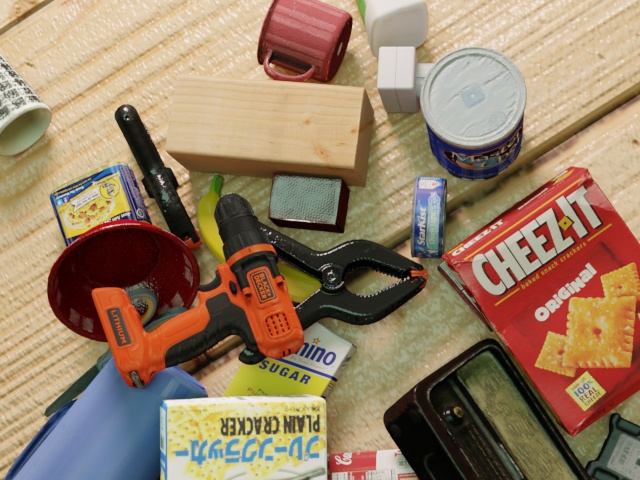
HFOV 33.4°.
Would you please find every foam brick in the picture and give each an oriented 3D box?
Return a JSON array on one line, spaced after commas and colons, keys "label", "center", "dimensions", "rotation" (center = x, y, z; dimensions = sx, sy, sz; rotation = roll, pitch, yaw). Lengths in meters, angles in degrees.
[{"label": "foam brick", "center": [-0.012, -0.040, 1.159], "dimensions": [0.078, 0.051, 0.053], "rotation": [7, 82, 11]}]

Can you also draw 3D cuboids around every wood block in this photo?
[{"label": "wood block", "center": [-0.053, -0.119, 1.161], "dimensions": [0.206, 0.090, 0.090], "rotation": [6, 80, 11]}]

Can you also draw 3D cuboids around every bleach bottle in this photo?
[{"label": "bleach bottle", "center": [0.046, -0.334, 1.191], "dimensions": [0.068, 0.102, 0.251], "rotation": [-20, 70, -3]}]

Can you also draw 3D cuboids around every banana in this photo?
[{"label": "banana", "center": [-0.073, 0.012, 1.167], "dimensions": [0.069, 0.037, 0.198], "rotation": [-45, 76, -1]}]

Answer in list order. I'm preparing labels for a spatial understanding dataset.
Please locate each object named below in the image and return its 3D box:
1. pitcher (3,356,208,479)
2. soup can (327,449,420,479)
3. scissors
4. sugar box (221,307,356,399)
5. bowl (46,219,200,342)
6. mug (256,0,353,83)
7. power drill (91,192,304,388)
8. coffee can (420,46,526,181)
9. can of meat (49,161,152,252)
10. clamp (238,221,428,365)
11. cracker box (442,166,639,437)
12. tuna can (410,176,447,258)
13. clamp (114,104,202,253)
[{"label": "pitcher", "center": [-0.233, 0.225, 1.117], "dimensions": [0.149, 0.145, 0.243], "rotation": [35, 83, 2]}, {"label": "soup can", "center": [0.060, 0.248, 1.084], "dimensions": [0.102, 0.068, 0.068], "rotation": [-6, 79, 8]}, {"label": "scissors", "center": [-0.236, 0.117, 1.158], "dimensions": [0.202, 0.096, 0.016], "rotation": [-28, 38, 2]}, {"label": "sugar box", "center": [-0.046, 0.162, 1.130], "dimensions": [0.093, 0.048, 0.176], "rotation": [30, 87, 14]}, {"label": "bowl", "center": [-0.213, 0.033, 1.150], "dimensions": [0.162, 0.162, 0.055], "rotation": [-27, 40, 4]}, {"label": "mug", "center": [-0.019, -0.215, 1.170], "dimensions": [0.081, 0.093, 0.117], "rotation": [22, 56, 8]}, {"label": "power drill", "center": [-0.128, 0.054, 1.068], "dimensions": [0.187, 0.057, 0.184], "rotation": [-20, 65, -6]}, {"label": "coffee can", "center": [0.159, -0.127, 1.100], "dimensions": [0.103, 0.140, 0.103], "rotation": [-2, 79, 9]}, {"label": "can of meat", "center": [-0.245, -0.030, 1.195], "dimensions": [0.102, 0.057, 0.084], "rotation": [-23, 74, 4]}, {"label": "clamp", "center": [0.007, 0.055, 1.114], "dimensions": [0.210, 0.036, 0.164], "rotation": [3, 67, 1]}, {"label": "cracker box", "center": [0.249, 0.059, 1.056], "dimensions": [0.164, 0.072, 0.213], "rotation": [-35, 94, 1]}, {"label": "tuna can", "center": [0.114, -0.024, 1.117], "dimensions": [0.034, 0.086, 0.086], "rotation": [3, 80, 8]}, {"label": "clamp", "center": [-0.179, -0.070, 1.163], "dimensions": [0.039, 0.120, 0.171], "rotation": [-29, 80, 0]}]
